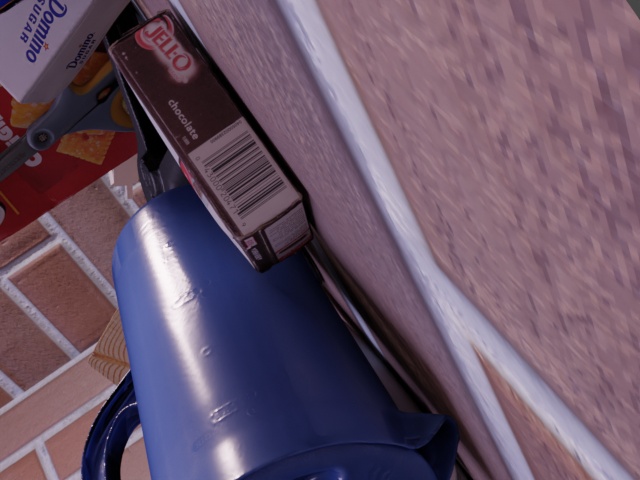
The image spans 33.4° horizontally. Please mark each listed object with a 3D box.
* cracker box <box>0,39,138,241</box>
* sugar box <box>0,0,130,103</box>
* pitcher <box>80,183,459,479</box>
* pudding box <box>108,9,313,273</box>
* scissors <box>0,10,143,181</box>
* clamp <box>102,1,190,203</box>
[{"bbox_3d":[-0.222,-0.103,0.766,0.072,0.213,0.164,52,174,48],"label":"cracker box"},{"bbox_3d":[-0.207,-0.176,0.661,0.176,0.093,0.048,45,-161,8],"label":"sugar box"},{"bbox_3d":[-0.048,0.079,0.568,0.243,0.149,0.145,-119,41,-50],"label":"pitcher"},{"bbox_3d":[-0.050,-0.045,0.515,0.113,0.039,0.090,57,177,11],"label":"pudding box"},{"bbox_3d":[-0.175,-0.071,0.752,0.096,0.202,0.016,30,-165,-33],"label":"scissors"},{"bbox_3d":[-0.104,-0.058,0.715,0.165,0.036,0.210,56,158,32],"label":"clamp"}]
